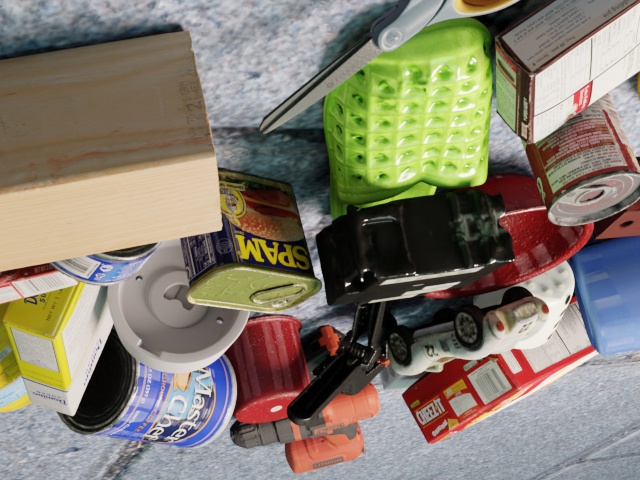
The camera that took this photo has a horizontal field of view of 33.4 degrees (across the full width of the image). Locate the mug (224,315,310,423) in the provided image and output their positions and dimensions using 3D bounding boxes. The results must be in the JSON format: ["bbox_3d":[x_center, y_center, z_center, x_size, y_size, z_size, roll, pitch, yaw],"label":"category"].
[{"bbox_3d":[-0.066,0.132,1.052,0.117,0.081,0.093,-13,156,-4],"label":"mug"}]

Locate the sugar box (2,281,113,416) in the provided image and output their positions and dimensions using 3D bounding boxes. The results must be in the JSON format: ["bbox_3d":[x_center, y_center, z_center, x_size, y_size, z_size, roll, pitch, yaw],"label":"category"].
[{"bbox_3d":[-0.196,0.061,0.812,0.048,0.093,0.176,19,151,-1],"label":"sugar box"}]

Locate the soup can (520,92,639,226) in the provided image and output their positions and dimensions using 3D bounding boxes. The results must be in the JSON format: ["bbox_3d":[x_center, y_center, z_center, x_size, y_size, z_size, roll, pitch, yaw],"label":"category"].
[{"bbox_3d":[0.172,-0.070,0.727,0.068,0.102,0.068,-12,156,-6],"label":"soup can"}]

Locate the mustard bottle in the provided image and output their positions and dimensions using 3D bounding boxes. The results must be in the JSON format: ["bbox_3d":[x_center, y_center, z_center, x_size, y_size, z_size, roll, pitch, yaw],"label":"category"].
[{"bbox_3d":[-0.269,0.099,0.890,0.096,0.058,0.191,-37,160,-14],"label":"mustard bottle"}]

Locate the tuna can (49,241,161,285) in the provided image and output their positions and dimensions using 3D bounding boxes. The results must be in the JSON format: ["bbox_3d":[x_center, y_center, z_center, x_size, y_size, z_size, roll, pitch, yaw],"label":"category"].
[{"bbox_3d":[-0.143,-0.016,0.689,0.085,0.086,0.034,5,148,-36],"label":"tuna can"}]

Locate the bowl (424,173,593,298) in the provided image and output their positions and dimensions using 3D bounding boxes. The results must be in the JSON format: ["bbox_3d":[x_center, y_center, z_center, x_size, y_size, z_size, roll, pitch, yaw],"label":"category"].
[{"bbox_3d":[0.143,-0.010,0.896,0.162,0.055,0.162,-12,155,-6],"label":"bowl"}]

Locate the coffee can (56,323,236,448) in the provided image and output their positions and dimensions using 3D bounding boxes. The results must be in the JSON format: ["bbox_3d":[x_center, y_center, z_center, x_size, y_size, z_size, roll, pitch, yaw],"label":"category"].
[{"bbox_3d":[-0.159,0.133,0.978,0.103,0.103,0.140,-27,153,25],"label":"coffee can"}]

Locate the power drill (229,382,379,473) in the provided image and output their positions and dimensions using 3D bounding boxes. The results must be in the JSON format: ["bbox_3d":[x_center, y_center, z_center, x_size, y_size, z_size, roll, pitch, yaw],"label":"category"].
[{"bbox_3d":[-0.015,0.241,1.342,0.184,0.057,0.187,-13,156,-3],"label":"power drill"}]

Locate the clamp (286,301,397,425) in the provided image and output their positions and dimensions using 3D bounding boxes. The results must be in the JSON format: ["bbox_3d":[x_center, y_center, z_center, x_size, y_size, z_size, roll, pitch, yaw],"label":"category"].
[{"bbox_3d":[0.032,0.116,1.048,0.164,0.036,0.210,-58,163,-8],"label":"clamp"}]

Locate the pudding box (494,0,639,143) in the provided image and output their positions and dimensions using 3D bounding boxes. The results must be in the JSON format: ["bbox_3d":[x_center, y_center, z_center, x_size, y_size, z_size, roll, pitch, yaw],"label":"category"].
[{"bbox_3d":[0.162,-0.120,0.658,0.113,0.039,0.090,-36,155,-6],"label":"pudding box"}]

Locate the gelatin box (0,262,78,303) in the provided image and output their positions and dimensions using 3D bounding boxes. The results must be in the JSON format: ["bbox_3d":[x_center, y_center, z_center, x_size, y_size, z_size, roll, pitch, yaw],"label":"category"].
[{"bbox_3d":[-0.210,0.003,0.706,0.089,0.073,0.030,-14,155,1],"label":"gelatin box"}]

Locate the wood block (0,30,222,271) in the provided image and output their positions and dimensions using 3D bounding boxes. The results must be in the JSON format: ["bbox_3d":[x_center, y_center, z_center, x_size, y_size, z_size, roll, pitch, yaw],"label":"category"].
[{"bbox_3d":[-0.166,-0.045,0.611,0.206,0.090,0.091,-11,155,-7],"label":"wood block"}]

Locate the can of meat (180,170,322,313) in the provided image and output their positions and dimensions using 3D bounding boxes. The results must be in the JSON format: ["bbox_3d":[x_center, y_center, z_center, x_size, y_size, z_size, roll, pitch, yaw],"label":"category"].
[{"bbox_3d":[-0.055,0.001,0.776,0.101,0.084,0.058,11,145,-44],"label":"can of meat"}]

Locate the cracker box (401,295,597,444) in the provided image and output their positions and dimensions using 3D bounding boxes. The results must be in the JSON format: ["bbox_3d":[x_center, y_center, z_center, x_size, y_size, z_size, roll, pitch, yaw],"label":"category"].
[{"bbox_3d":[0.216,0.129,1.153,0.213,0.072,0.164,-18,162,-38],"label":"cracker box"}]

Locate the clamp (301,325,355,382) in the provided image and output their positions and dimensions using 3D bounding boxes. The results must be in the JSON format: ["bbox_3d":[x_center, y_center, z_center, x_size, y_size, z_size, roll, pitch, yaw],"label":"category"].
[{"bbox_3d":[0.005,0.141,1.165,0.120,0.039,0.172,-14,156,-28],"label":"clamp"}]

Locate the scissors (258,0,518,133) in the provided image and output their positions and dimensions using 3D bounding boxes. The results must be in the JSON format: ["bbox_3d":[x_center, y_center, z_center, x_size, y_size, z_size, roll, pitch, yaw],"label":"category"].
[{"bbox_3d":[0.039,-0.132,0.588,0.202,0.016,0.096,-25,141,6],"label":"scissors"}]
